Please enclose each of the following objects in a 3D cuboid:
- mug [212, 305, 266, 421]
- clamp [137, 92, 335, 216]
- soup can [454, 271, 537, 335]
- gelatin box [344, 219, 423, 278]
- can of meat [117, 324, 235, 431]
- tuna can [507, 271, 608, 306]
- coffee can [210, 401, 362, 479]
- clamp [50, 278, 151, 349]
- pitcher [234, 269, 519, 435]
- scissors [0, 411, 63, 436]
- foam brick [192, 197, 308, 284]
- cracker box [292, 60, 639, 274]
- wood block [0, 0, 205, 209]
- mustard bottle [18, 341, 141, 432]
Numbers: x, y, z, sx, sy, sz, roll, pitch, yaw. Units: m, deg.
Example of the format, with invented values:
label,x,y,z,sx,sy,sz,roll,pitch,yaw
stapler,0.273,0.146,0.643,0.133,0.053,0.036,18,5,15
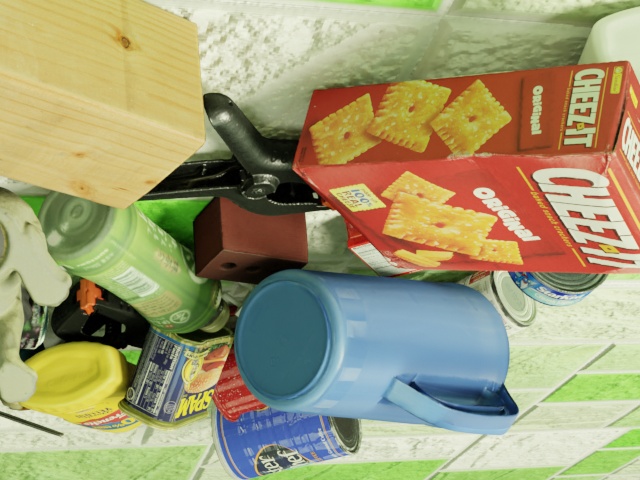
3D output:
label,x,y,z,sx,sy,sz,roll,pitch,yaw
mug,-0.065,0.111,1.034,0.081,0.093,0.117,-19,115,12
clamp,-0.046,-0.055,0.751,0.171,0.039,0.120,4,156,-35
soup can,0.144,0.068,1.008,0.068,0.068,0.102,19,143,-41
gelatin box,0.069,-0.002,0.894,0.073,0.030,0.089,-16,153,18
can of meat,-0.126,0.115,0.954,0.057,0.084,0.102,23,-172,18
tuna can,0.197,0.011,0.890,0.086,0.086,0.034,0,154,-15
coffee can,-0.037,0.204,1.191,0.140,0.103,0.102,-17,152,18
clamp,-0.182,0.083,0.989,0.164,0.036,0.210,-4,156,-7
pitcher,0.051,0.094,0.880,0.149,0.145,0.242,-14,164,36
scissors,-0.333,0.164,1.051,0.202,0.016,0.096,17,168,7
foam brick,-0.056,0.001,0.843,0.078,0.051,0.053,9,150,-29
cracker box,0.114,-0.038,0.705,0.214,0.072,0.164,1,154,33
wood block,-0.173,-0.097,0.577,0.205,0.091,0.090,17,145,-39
mustard bottle,-0.206,0.145,1.010,0.096,0.058,0.191,-16,160,5
